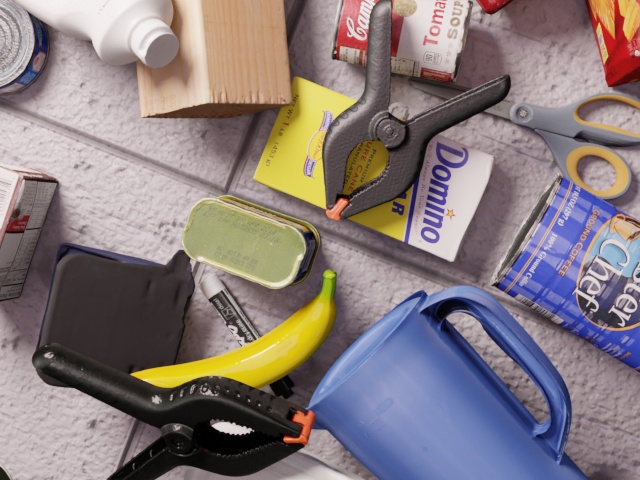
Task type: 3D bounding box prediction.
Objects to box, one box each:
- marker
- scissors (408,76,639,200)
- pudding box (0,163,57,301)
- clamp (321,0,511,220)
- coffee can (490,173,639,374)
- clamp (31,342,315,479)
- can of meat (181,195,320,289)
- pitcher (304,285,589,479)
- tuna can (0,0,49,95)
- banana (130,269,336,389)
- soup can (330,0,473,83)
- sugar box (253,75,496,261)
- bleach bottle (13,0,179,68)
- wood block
[{"bbox_3d":[-0.061,0.081,0.893,0.020,0.020,0.121,-36,88,5],"label":"marker"},{"bbox_3d":[0.171,-0.083,0.868,0.202,0.016,0.096,2,92,6],"label":"scissors"},{"bbox_3d":[-0.262,-0.005,0.876,0.039,0.090,0.113,21,93,3],"label":"pudding box"},{"bbox_3d":[0.064,-0.086,0.818,0.120,0.039,0.171,26,105,3],"label":"clamp"},{"bbox_3d":[0.218,0.027,0.823,0.140,0.102,0.103,31,94,4],"label":"coffee can"},{"bbox_3d":[-0.110,0.134,0.807,0.210,0.036,0.164,-8,125,22],"label":"clamp"},{"bbox_3d":[-0.056,0.001,0.858,0.102,0.084,0.057,20,93,4],"label":"can of meat"},{"bbox_3d":[0.119,0.158,0.822,0.243,0.149,0.145,45,70,0],"label":"pitcher"},{"bbox_3d":[-0.275,-0.167,0.901,0.086,0.033,0.086,0,91,6],"label":"tuna can"},{"bbox_3d":[-0.064,0.092,0.856,0.198,0.037,0.069,-29,113,0],"label":"banana"},{"bbox_3d":[0.065,-0.168,0.851,0.102,0.068,0.068,12,92,5],"label":"soup can"},{"bbox_3d":[0.044,-0.057,0.866,0.176,0.048,0.093,22,94,6],"label":"sugar box"},{"bbox_3d":[-0.194,-0.202,0.822,0.102,0.068,0.251,-50,58,7],"label":"bleach bottle"},{"bbox_3d":[-0.090,-0.203,0.838,0.090,0.090,0.206,-4,91,47],"label":"wood block"}]
